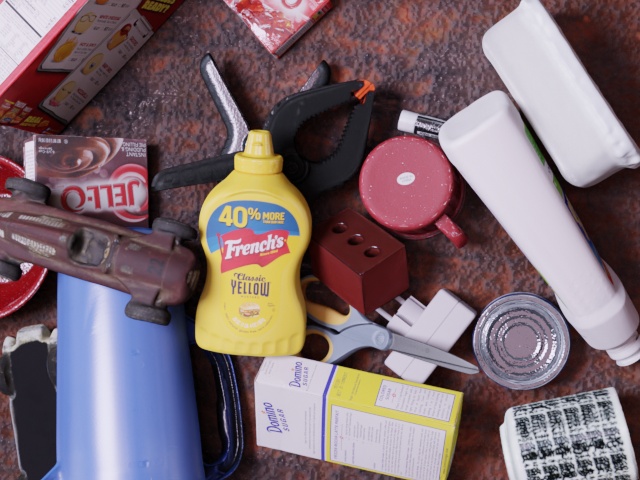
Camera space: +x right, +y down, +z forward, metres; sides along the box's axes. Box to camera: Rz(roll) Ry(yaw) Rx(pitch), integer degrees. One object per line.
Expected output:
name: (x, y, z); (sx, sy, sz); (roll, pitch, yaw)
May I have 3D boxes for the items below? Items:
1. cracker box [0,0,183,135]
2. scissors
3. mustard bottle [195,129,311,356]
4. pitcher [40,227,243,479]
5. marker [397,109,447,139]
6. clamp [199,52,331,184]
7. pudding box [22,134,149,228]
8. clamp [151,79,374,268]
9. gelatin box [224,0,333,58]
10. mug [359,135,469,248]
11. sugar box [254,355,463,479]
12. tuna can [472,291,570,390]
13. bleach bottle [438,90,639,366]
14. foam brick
cracker box: (-0.222, -0.196, 0.957); (0.072, 0.164, 0.214); (45, 97, 7)
scissors: (0.042, 0.099, 0.932); (0.202, 0.016, 0.096); (35, 104, 36)
mustard bottle: (-0.056, 0.001, 0.916); (0.096, 0.058, 0.192); (4, 103, 3)
pitcher: (-0.165, 0.115, 0.960); (0.145, 0.149, 0.243); (-8, 80, 19)
marker: (0.130, -0.094, 0.959); (0.121, 0.020, 0.020); (15, 92, 11)
clamp: (-0.046, -0.092, 0.984); (0.120, 0.039, 0.171); (-4, 96, 10)
pudding box: (-0.215, -0.049, 0.985); (0.113, 0.039, 0.090); (-1, 88, -31)
clamp: (-0.022, -0.056, 0.952); (0.210, 0.036, 0.164); (-40, 101, 5)
gelatin box: (-0.045, -0.227, 0.990); (0.073, 0.030, 0.089); (-42, 82, 7)
mug: (0.086, -0.039, 0.934); (0.093, 0.081, 0.117); (-40, 82, 8)
sugar box: (0.032, 0.157, 0.938); (0.176, 0.048, 0.093); (13, 133, 12)
tuna can: (0.176, 0.088, 0.938); (0.086, 0.033, 0.086); (0, 89, 11)
bleach bottle: (0.195, -0.002, 0.898); (0.068, 0.102, 0.251); (-33, 103, 13)
foam brick: (0.032, 0.018, 0.935); (0.052, 0.051, 0.078); (-31, 46, -26)
